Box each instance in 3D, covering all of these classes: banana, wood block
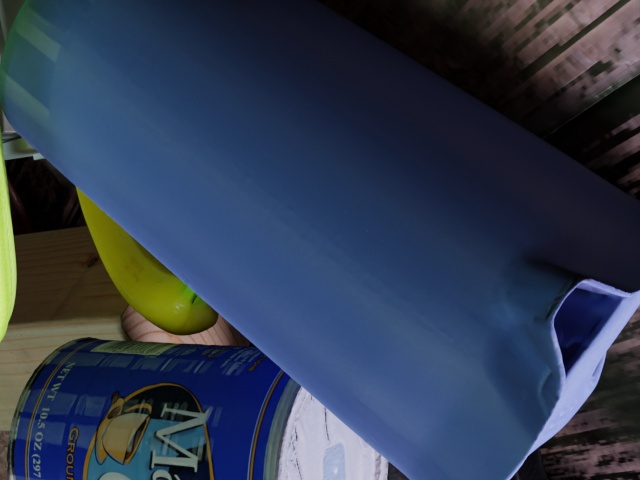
[{"bbox_3d":[-0.089,-0.010,0.533,0.198,0.037,0.070,48,128,46],"label":"banana"},{"bbox_3d":[-0.154,0.053,0.638,0.206,0.090,0.090,-6,129,33],"label":"wood block"}]

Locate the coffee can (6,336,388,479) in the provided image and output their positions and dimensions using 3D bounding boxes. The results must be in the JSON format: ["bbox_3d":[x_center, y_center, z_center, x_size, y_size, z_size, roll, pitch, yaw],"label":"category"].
[{"bbox_3d":[-0.053,0.097,0.483,0.140,0.102,0.102,0,136,28],"label":"coffee can"}]

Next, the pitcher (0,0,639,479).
[{"bbox_3d":[0.001,-0.015,0.413,0.243,0.144,0.149,37,127,12],"label":"pitcher"}]
